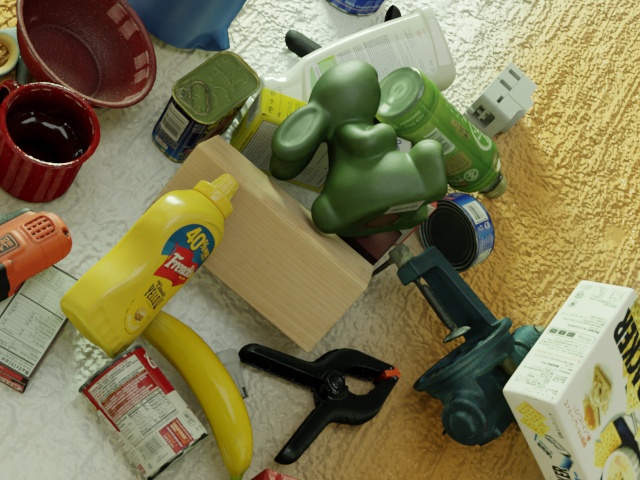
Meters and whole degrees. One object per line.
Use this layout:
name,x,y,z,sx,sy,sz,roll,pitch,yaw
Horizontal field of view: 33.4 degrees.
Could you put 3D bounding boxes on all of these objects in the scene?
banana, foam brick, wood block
banana,-0.110,0.133,0.965,0.037,0.070,0.198,-4,60,-61
foam brick,0.037,0.007,1.114,0.053,0.078,0.051,43,52,3
wood block,-0.057,0.001,1.040,0.206,0.091,0.090,40,15,-2

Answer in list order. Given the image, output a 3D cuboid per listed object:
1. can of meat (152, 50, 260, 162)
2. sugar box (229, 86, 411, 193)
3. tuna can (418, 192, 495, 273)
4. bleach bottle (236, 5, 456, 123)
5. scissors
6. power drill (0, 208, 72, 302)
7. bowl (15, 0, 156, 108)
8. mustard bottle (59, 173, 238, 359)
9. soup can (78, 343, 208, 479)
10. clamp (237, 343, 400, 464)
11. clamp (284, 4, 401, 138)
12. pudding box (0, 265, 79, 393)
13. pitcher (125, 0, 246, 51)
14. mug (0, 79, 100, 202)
can of meat,-0.121,-0.137,1.108,0.057,0.084,0.102,45,52,1
sugar box,-0.001,-0.096,1.144,0.176,0.093,0.048,17,56,-20
tuna can,0.151,-0.009,1.179,0.033,0.086,0.086,-22,75,-37
bleach bottle,0.022,-0.183,1.196,0.250,0.068,0.102,-18,81,-16
scissors,-0.309,-0.229,1.101,0.096,0.016,0.202,8,60,-30
power drill,-0.335,-0.012,0.911,0.184,0.057,0.188,-31,68,-32
bowl,-0.246,-0.193,1.076,0.161,0.055,0.162,26,49,-34
mustard bottle,-0.142,0.013,0.949,0.058,0.096,0.191,34,71,24
soup can,-0.154,0.151,0.933,0.068,0.069,0.102,-34,83,-38
clamp,0.000,0.139,1.043,0.171,0.039,0.120,-15,75,-41
clamp,0.073,-0.186,1.268,0.164,0.036,0.210,-28,80,-29
pudding box,-0.270,0.065,0.940,0.090,0.039,0.113,32,54,-8
pitcher,-0.111,-0.330,1.124,0.149,0.243,0.145,21,51,-24
mug,-0.270,-0.097,1.006,0.093,0.082,0.117,-33,81,-37
